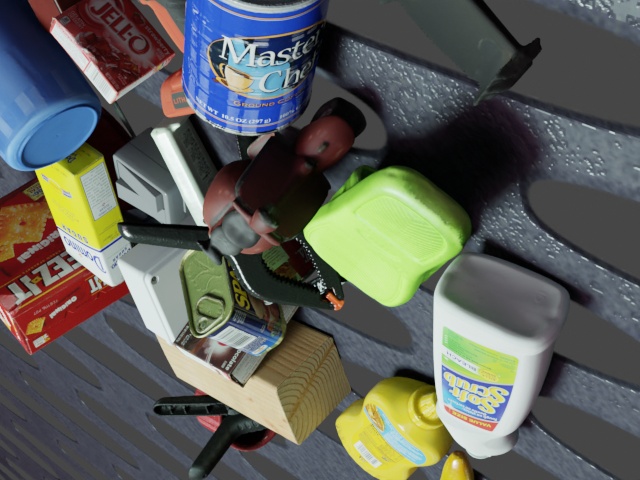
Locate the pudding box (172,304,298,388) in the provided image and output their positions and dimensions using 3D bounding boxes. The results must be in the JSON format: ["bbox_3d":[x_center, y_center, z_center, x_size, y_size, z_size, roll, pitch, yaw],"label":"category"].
[{"bbox_3d":[-0.087,0.086,1.122,0.090,0.113,0.039,22,163,39],"label":"pudding box"}]

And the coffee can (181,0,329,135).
[{"bbox_3d":[-0.047,-0.158,0.771,0.103,0.102,0.140,40,151,15],"label":"coffee can"}]

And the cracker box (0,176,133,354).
[{"bbox_3d":[-0.339,0.018,1.297,0.214,0.164,0.072,37,152,40],"label":"cracker box"}]

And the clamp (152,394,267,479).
[{"bbox_3d":[-0.108,0.192,1.235,0.120,0.171,0.039,44,154,32],"label":"clamp"}]

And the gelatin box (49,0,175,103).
[{"bbox_3d":[-0.189,-0.181,0.969,0.089,0.073,0.030,51,151,-4],"label":"gelatin box"}]

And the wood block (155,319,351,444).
[{"bbox_3d":[-0.079,0.131,1.190,0.206,0.090,0.090,21,142,41],"label":"wood block"}]

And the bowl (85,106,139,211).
[{"bbox_3d":[-0.262,-0.087,1.208,0.162,0.055,0.162,34,148,24],"label":"bowl"}]

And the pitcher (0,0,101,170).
[{"bbox_3d":[-0.330,-0.188,1.040,0.243,0.149,0.145,50,157,13],"label":"pitcher"}]

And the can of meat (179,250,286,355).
[{"bbox_3d":[-0.086,0.058,1.053,0.083,0.058,0.102,29,-146,-44],"label":"can of meat"}]

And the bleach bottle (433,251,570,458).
[{"bbox_3d":[0.145,0.117,0.895,0.103,0.068,0.251,24,148,24],"label":"bleach bottle"}]

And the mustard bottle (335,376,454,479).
[{"bbox_3d":[0.083,0.184,1.066,0.096,0.058,0.192,47,152,6],"label":"mustard bottle"}]

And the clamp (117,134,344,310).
[{"bbox_3d":[-0.067,-0.003,0.965,0.210,0.164,0.036,48,-173,-9],"label":"clamp"}]

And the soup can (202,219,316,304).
[{"bbox_3d":[-0.057,0.001,1.021,0.102,0.068,0.069,53,152,-8],"label":"soup can"}]

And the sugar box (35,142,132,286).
[{"bbox_3d":[-0.256,-0.036,1.152,0.093,0.048,0.176,33,146,32],"label":"sugar box"}]

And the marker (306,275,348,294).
[{"bbox_3d":[0.006,0.040,1.033,0.020,0.020,0.121,50,152,-5],"label":"marker"}]

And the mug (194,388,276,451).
[{"bbox_3d":[-0.105,0.193,1.321,0.082,0.093,0.117,11,105,55],"label":"mug"}]

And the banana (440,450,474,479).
[{"bbox_3d":[0.123,0.271,1.142,0.069,0.037,0.198,46,152,1],"label":"banana"}]

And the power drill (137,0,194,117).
[{"bbox_3d":[-0.144,-0.197,0.902,0.185,0.057,0.187,2,128,53],"label":"power drill"}]

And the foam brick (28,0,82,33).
[{"bbox_3d":[-0.241,-0.237,0.993,0.051,0.053,0.078,15,137,45],"label":"foam brick"}]
